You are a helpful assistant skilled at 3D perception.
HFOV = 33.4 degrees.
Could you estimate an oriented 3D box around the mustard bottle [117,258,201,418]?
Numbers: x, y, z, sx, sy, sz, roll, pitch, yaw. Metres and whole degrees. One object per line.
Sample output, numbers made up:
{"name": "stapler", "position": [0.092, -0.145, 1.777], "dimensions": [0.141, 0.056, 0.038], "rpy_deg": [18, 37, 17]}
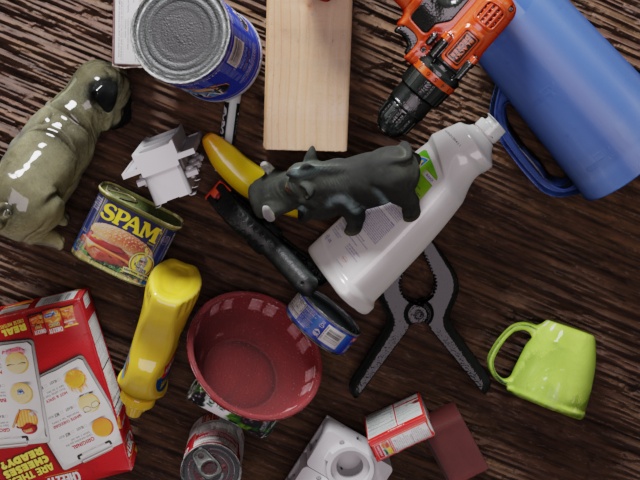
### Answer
{"name": "mustard bottle", "position": [-0.188, 0.121, 1.201], "dimensions": [0.058, 0.096, 0.192], "rpy_deg": [19, 116, -5]}

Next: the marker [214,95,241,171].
{"name": "marker", "position": [-0.101, -0.136, 1.194], "dimensions": [0.020, 0.020, 0.121], "rpy_deg": [9, 101, -3]}

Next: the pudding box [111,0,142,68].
{"name": "pudding box", "position": [-0.198, -0.242, 1.134], "dimensions": [0.039, 0.090, 0.113], "rpy_deg": [0, 102, -2]}

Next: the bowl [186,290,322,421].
{"name": "bowl", "position": [-0.081, 0.139, 1.206], "dimensions": [0.162, 0.162, 0.055], "rpy_deg": [28, 139, -7]}

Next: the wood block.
{"name": "wood block", "position": [-0.014, -0.203, 1.146], "dimensions": [0.090, 0.091, 0.206], "rpy_deg": [1, 102, -2]}

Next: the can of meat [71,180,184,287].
{"name": "can of meat", "position": [-0.218, -0.006, 1.200], "dimensions": [0.102, 0.057, 0.084], "rpy_deg": [27, 102, -7]}

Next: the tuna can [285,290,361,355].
{"name": "tuna can", "position": [0.003, 0.091, 1.209], "dimensions": [0.086, 0.086, 0.034], "rpy_deg": [38, 100, -8]}

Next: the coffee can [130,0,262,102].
{"name": "coffee can", "position": [-0.125, -0.203, 1.107], "dimensions": [0.103, 0.140, 0.103], "rpy_deg": [0, 90, 10]}

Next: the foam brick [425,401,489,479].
{"name": "foam brick", "position": [0.156, 0.239, 1.261], "dimensions": [0.051, 0.053, 0.078], "rpy_deg": [-28, 102, 4]}

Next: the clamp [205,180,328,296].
{"name": "clamp", "position": [-0.058, 0.001, 1.176], "dimensions": [0.171, 0.120, 0.039], "rpy_deg": [39, 91, -5]}

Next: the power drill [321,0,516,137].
{"name": "power drill", "position": [0.073, -0.220, 1.069], "dimensions": [0.187, 0.057, 0.184], "rpy_deg": [39, 104, -11]}

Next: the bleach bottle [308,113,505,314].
{"name": "bleach bottle", "position": [0.106, -0.039, 1.174], "dimensions": [0.251, 0.103, 0.068], "rpy_deg": [-43, 138, 8]}

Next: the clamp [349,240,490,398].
{"name": "clamp", "position": [0.123, 0.087, 1.235], "dimensions": [0.164, 0.036, 0.210], "rpy_deg": [5, 99, -1]}

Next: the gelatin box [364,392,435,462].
{"name": "gelatin box", "position": [0.091, 0.215, 1.235], "dimensions": [0.073, 0.089, 0.030], "rpy_deg": [-26, 99, 4]}

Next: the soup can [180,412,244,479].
{"name": "soup can", "position": [-0.123, 0.246, 1.230], "dimensions": [0.068, 0.102, 0.068], "rpy_deg": [0, 102, -2]}

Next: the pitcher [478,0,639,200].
{"name": "pitcher", "position": [0.256, -0.165, 1.150], "dimensions": [0.149, 0.145, 0.243], "rpy_deg": [-43, 96, -5]}

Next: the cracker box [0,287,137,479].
{"name": "cracker box", "position": [-0.319, 0.175, 1.227], "dimensions": [0.164, 0.072, 0.214], "rpy_deg": [-14, 103, 2]}

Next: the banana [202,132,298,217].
{"name": "banana", "position": [-0.043, -0.065, 1.195], "dimensions": [0.197, 0.037, 0.069], "rpy_deg": [13, 93, -14]}
